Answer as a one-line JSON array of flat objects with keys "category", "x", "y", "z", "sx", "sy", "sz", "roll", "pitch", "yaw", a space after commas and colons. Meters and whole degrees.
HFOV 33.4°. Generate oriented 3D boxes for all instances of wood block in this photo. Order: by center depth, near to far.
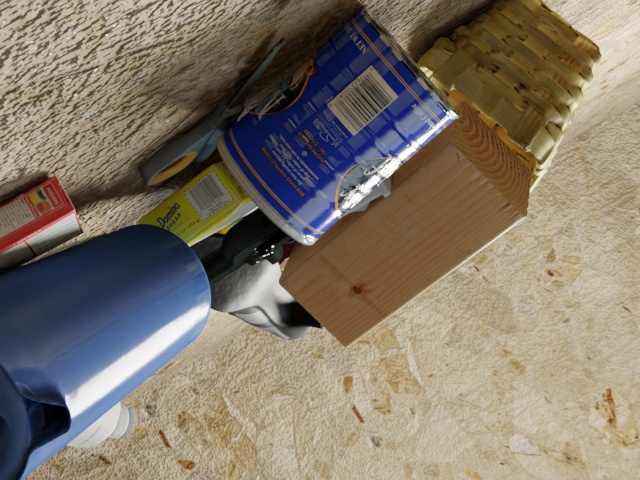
[{"category": "wood block", "x": 0.072, "y": -0.011, "z": 0.916, "sx": 0.206, "sy": 0.090, "sz": 0.090, "roll": -39, "pitch": -167, "yaw": 30}]

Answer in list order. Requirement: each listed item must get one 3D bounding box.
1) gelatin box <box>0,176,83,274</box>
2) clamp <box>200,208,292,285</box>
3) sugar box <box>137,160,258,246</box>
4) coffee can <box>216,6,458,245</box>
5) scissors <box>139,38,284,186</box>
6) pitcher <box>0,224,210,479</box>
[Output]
[{"category": "gelatin box", "x": -0.204, "y": -0.008, "z": 0.734, "sx": 0.073, "sy": 0.030, "sz": 0.089, "roll": -30, "pitch": 177, "yaw": -12}, {"category": "clamp", "x": -0.057, "y": 0.001, "z": 0.999, "sx": 0.120, "sy": 0.039, "sz": 0.172, "roll": -27, "pitch": 175, "yaw": -40}, {"category": "sugar box", "x": -0.075, "y": -0.044, "z": 0.927, "sx": 0.093, "sy": 0.048, "sz": 0.176, "roll": -33, "pitch": -177, "yaw": 25}, {"category": "coffee can", "x": 0.012, "y": -0.080, "z": 0.755, "sx": 0.140, "sy": 0.103, "sz": 0.102, "roll": -41, "pitch": 172, "yaw": 12}, {"category": "scissors", "x": -0.083, "y": -0.084, "z": 0.768, "sx": 0.096, "sy": 0.016, "sz": 0.202, "roll": -30, "pitch": 174, "yaw": -17}, {"category": "pitcher", "x": -0.193, "y": 0.070, "z": 0.767, "sx": 0.145, "sy": 0.149, "sz": 0.242, "roll": -47, "pitch": 173, "yaw": 31}]
